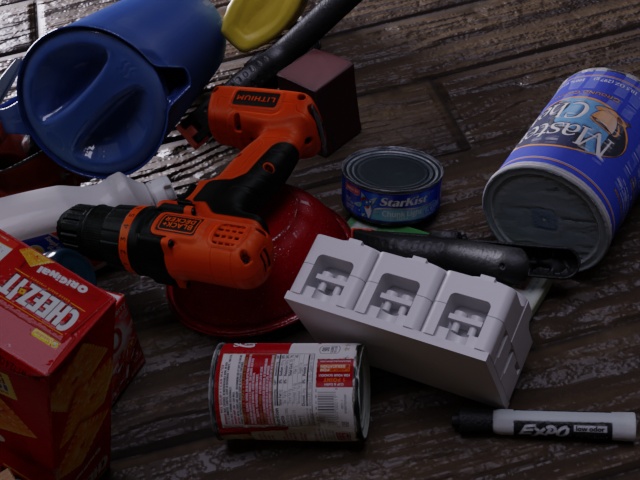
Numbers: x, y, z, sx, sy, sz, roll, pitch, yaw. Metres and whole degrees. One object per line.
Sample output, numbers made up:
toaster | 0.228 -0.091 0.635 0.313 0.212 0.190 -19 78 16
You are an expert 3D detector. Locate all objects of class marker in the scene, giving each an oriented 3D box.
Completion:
marker | 0.149 0.123 0.717 0.121 0.020 0.020 0 42 12

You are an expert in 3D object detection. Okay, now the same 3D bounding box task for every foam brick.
foam brick | -0.001 -0.127 0.982 0.051 0.078 0.052 30 55 34

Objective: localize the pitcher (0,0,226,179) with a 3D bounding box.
pitcher | -0.178 -0.158 0.985 0.149 0.145 0.242 29 27 -2

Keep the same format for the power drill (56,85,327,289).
power drill | -0.091 -0.043 0.830 0.185 0.057 0.187 10 50 25

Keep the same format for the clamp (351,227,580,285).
clamp | 0.104 0.011 0.794 0.172 0.039 0.120 10 0 40

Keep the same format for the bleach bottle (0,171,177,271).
bleach bottle | -0.238 -0.001 0.869 0.250 0.102 0.068 -23 46 -14

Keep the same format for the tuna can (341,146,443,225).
tuna can | 0.060 -0.047 0.899 0.086 0.034 0.086 1 30 -1

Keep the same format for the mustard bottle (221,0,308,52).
mustard bottle | -0.049 -0.245 1.103 0.096 0.058 0.191 -47 7 13

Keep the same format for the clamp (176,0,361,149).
clamp | -0.053 -0.162 1.030 0.210 0.165 0.036 -42 93 -10

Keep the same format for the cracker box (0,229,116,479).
cracker box | -0.213 0.077 0.664 0.164 0.214 0.072 29 52 11

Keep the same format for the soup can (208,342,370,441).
soup can | -0.020 0.104 0.735 0.102 0.068 0.068 -1 42 9

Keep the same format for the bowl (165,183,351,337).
bowl | -0.056 0.001 0.854 0.162 0.055 0.162 -11 40 9

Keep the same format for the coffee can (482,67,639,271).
coffee can | 0.204 -0.057 0.843 0.103 0.103 0.140 18 48 28
